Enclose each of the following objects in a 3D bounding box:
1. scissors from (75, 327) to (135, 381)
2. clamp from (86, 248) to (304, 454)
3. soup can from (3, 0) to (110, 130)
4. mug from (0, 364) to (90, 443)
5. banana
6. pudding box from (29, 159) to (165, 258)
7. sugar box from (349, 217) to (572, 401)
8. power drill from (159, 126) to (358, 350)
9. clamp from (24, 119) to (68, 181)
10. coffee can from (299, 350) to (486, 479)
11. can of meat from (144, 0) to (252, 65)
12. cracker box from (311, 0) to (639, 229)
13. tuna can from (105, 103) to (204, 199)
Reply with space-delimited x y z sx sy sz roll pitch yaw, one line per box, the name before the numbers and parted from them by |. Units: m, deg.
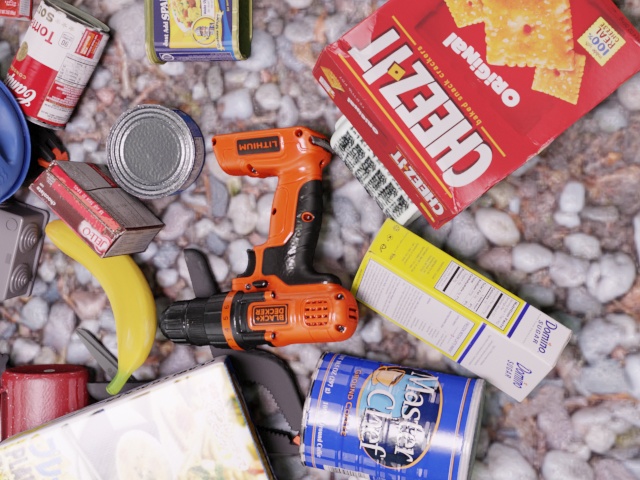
scissors | -0.146 0.151 1.006 0.096 0.016 0.202 -29 89 13
clamp | -0.088 0.117 0.974 0.210 0.036 0.164 29 91 4
soup can | -0.242 -0.161 0.970 0.068 0.068 0.102 31 102 9
mug | -0.266 0.160 0.991 0.093 0.117 0.081 1 91 55
banana | -0.192 0.043 0.964 0.069 0.037 0.198 -23 56 -10
pudding box | -0.196 -0.028 0.949 0.090 0.113 0.039 44 100 6
sugar box | 0.114 0.059 0.894 0.176 0.093 0.048 30 64 7
power drill | -0.056 0.001 0.924 0.185 0.057 0.187 -4 81 22
clamp | -0.321 -0.108 0.999 0.171 0.039 0.120 10 127 10
coffee can | 0.063 0.157 0.911 0.140 0.102 0.103 9 98 13
can of meat | -0.106 -0.207 0.939 0.084 0.057 0.102 1 97 11
cracker box | 0.128 -0.139 0.840 0.213 0.072 0.164 -37 86 -12
tuna can | -0.150 -0.081 0.974 0.086 0.033 0.086 1 96 14
